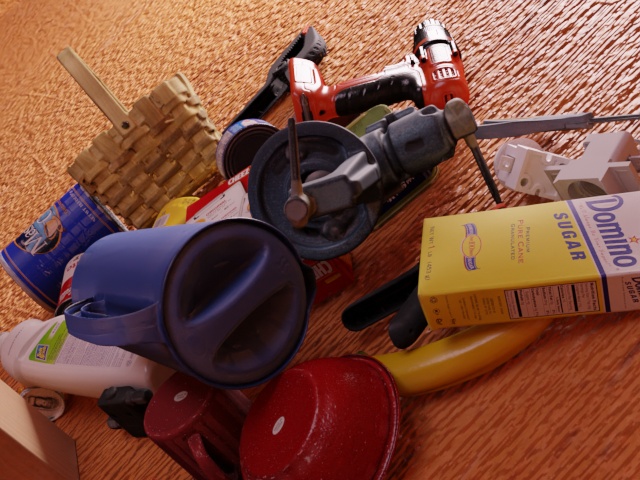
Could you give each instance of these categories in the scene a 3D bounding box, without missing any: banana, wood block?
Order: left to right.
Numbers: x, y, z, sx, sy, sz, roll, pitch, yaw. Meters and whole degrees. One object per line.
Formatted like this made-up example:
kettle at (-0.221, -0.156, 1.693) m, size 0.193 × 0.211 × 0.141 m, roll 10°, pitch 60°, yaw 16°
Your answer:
wood block at (-0.338, 0.189, 1.037) m, size 0.090 × 0.206 × 0.091 m, roll -38°, pitch 31°, yaw 5°
banana at (0.097, 0.088, 0.843) m, size 0.198 × 0.037 × 0.069 m, roll -19°, pitch 37°, yaw 33°

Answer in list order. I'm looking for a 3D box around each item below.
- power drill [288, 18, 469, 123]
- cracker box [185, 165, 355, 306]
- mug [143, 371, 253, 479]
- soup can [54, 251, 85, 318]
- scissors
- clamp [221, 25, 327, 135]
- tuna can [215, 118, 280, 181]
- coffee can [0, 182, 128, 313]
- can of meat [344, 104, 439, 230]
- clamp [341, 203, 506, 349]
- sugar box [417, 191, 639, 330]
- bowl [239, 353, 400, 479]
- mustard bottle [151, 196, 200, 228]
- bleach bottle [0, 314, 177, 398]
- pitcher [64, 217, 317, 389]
power drill at (0.061, -0.180, 1.154) m, size 0.187 × 0.057 × 0.184 m, roll -11°, pitch 32°, yaw 5°
cracker box at (-0.057, 0.001, 1.098) m, size 0.164 × 0.072 × 0.213 m, roll -31°, pitch 30°, yaw 15°
mug at (-0.096, 0.166, 0.915) m, size 0.093 × 0.081 × 0.117 m, roll -35°, pitch 30°, yaw 10°
soup can at (-0.273, 0.066, 1.256) m, size 0.068 × 0.068 × 0.102 m, roll -33°, pitch 28°, yaw 13°
scissors at (0.212, -0.102, 0.939) m, size 0.096 × 0.016 × 0.202 m, roll -14°, pitch 11°, yaw -37°
clamp at (-0.050, -0.207, 1.394) m, size 0.165 × 0.036 × 0.209 m, roll -26°, pitch 29°, yaw 35°
tuna can at (-0.077, -0.096, 1.231) m, size 0.086 × 0.086 × 0.034 m, roll -43°, pitch 28°, yaw -4°
coffee can at (-0.324, 0.008, 1.359) m, size 0.140 × 0.102 × 0.103 m, roll -43°, pitch 30°, yaw -4°
can of meat at (0.052, -0.072, 1.055) m, size 0.102 × 0.084 × 0.057 m, roll -39°, pitch 30°, yaw 3°
clamp at (0.094, 0.030, 0.909) m, size 0.171 × 0.039 × 0.120 m, roll -38°, pitch 20°, yaw -23°
sugar box at (0.165, 0.014, 0.803) m, size 0.176 × 0.048 × 0.093 m, roll -10°, pitch 39°, yaw 17°
bowl at (-0.014, 0.152, 0.831) m, size 0.162 × 0.055 × 0.162 m, roll -36°, pitch 37°, yaw 33°
mustard bottle at (-0.190, 0.040, 1.207) m, size 0.096 × 0.058 × 0.191 m, roll -20°, pitch 35°, yaw 49°
bleach bottle at (-0.243, 0.112, 1.115) m, size 0.251 × 0.068 × 0.102 m, roll 2°, pitch 49°, yaw 33°
pitcher at (-0.132, 0.049, 0.910) m, size 0.243 × 0.149 × 0.145 m, roll 1°, pitch 59°, yaw 57°
